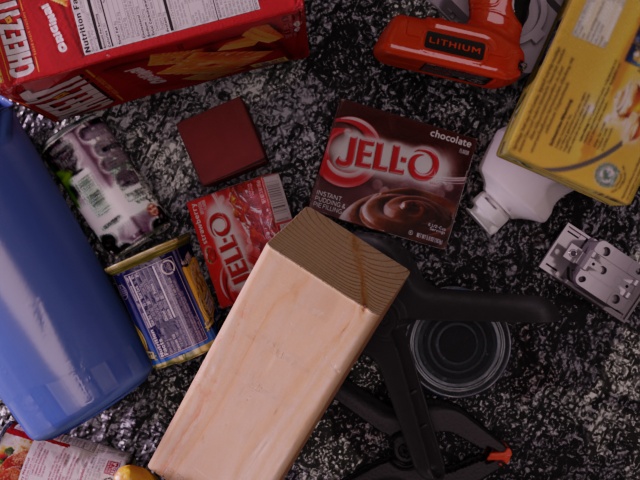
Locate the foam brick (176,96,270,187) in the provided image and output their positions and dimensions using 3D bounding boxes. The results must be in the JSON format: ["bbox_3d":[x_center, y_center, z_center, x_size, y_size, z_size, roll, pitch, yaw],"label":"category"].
[{"bbox_3d":[-0.073,-0.073,0.810,0.053,0.078,0.051,-22,93,0],"label":"foam brick"}]

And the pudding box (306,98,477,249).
[{"bbox_3d":[0.055,-0.051,0.830,0.113,0.039,0.090,16,90,-1],"label":"pudding box"}]

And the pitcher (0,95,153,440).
[{"bbox_3d":[-0.237,0.026,0.795,0.145,0.149,0.243,-32,94,-15],"label":"pitcher"}]

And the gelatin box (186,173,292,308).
[{"bbox_3d":[-0.055,0.001,0.820,0.073,0.030,0.089,-17,90,29],"label":"gelatin box"}]

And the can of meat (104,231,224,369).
[{"bbox_3d":[-0.112,0.044,0.801,0.057,0.102,0.084,-23,94,2],"label":"can of meat"}]

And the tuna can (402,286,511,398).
[{"bbox_3d":[0.105,0.079,0.835,0.086,0.034,0.086,0,91,0],"label":"tuna can"}]

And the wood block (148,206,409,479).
[{"bbox_3d":[-0.031,0.093,0.765,0.090,0.090,0.206,32,115,6],"label":"wood block"}]

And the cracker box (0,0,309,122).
[{"bbox_3d":[-0.117,-0.149,0.766,0.213,0.164,0.072,-15,89,0],"label":"cracker box"}]

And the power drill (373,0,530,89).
[{"bbox_3d":[0.095,-0.212,0.756,0.184,0.057,0.187,14,91,-1],"label":"power drill"}]

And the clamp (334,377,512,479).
[{"bbox_3d":[0.059,0.171,0.835,0.171,0.039,0.120,12,97,6],"label":"clamp"}]

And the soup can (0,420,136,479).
[{"bbox_3d":[-0.199,0.184,0.818,0.102,0.068,0.068,15,91,-1],"label":"soup can"}]

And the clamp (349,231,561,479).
[{"bbox_3d":[0.054,0.068,0.802,0.210,0.036,0.165,32,106,23],"label":"clamp"}]

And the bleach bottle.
[{"bbox_3d":[0.220,-0.093,0.820,0.251,0.068,0.102,-43,90,3],"label":"bleach bottle"}]
